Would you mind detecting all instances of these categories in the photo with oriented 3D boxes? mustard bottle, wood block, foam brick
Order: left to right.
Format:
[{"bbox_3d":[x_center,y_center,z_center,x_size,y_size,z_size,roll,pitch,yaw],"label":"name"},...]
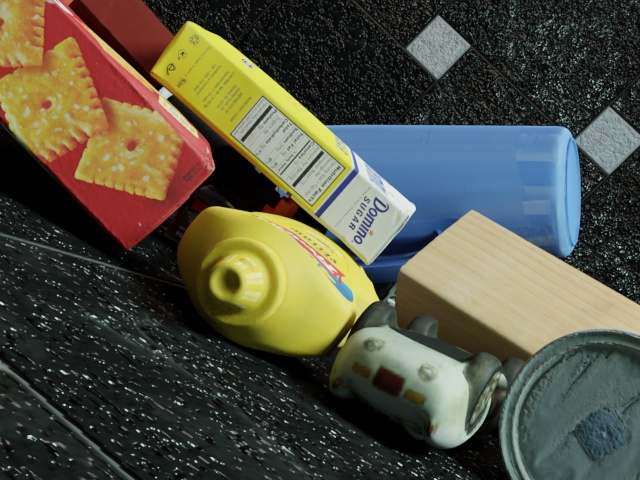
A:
[{"bbox_3d":[-0.135,-0.126,0.707,0.078,0.053,0.051,49,37,-8],"label":"foam brick"},{"bbox_3d":[-0.024,0.021,0.553,0.096,0.058,0.191,39,6,9],"label":"mustard bottle"},{"bbox_3d":[0.157,0.078,0.732,0.206,0.090,0.091,32,-39,29],"label":"wood block"}]

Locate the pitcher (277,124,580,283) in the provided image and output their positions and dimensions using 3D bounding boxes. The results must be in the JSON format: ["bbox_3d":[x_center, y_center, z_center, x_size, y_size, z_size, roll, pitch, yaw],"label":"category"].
[{"bbox_3d":[0.090,-0.031,0.904,0.243,0.149,0.144,-1,-7,21],"label":"pitcher"}]

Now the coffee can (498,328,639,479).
[{"bbox_3d":[0.164,0.106,0.571,0.103,0.103,0.140,33,4,28],"label":"coffee can"}]

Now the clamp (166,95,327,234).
[{"bbox_3d":[-0.032,-0.035,0.756,0.164,0.036,0.210,32,9,-22],"label":"clamp"}]

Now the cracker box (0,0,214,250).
[{"bbox_3d":[-0.152,-0.100,0.596,0.213,0.072,0.164,48,0,-8],"label":"cracker box"}]

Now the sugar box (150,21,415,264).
[{"bbox_3d":[-0.019,-0.061,0.667,0.176,0.048,0.093,39,9,2],"label":"sugar box"}]

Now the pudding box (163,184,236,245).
[{"bbox_3d":[-0.055,0.001,0.734,0.090,0.039,0.113,32,6,-3],"label":"pudding box"}]
